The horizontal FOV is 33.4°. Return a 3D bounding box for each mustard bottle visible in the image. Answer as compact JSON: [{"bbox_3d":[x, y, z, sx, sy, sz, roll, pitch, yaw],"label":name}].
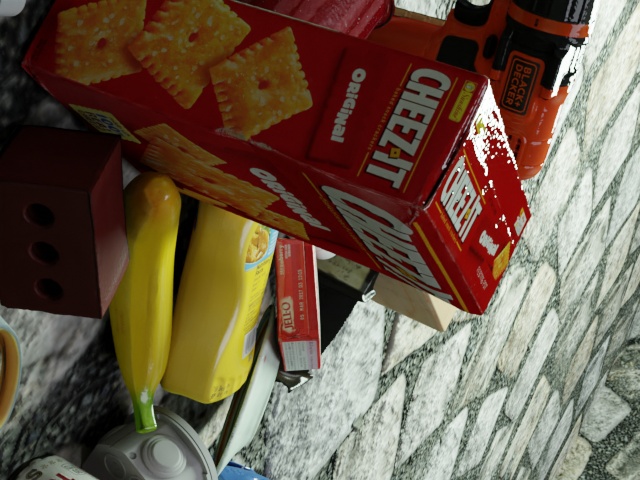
[{"bbox_3d":[-0.055,0.001,0.679,0.096,0.058,0.192,-49,155,-70],"label":"mustard bottle"}]

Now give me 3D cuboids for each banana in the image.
[{"bbox_3d":[-0.097,0.023,0.604,0.037,0.070,0.198,-15,138,-23],"label":"banana"}]

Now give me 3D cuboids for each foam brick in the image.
[{"bbox_3d":[-0.125,-0.009,0.511,0.051,0.053,0.078,-79,173,-52],"label":"foam brick"}]

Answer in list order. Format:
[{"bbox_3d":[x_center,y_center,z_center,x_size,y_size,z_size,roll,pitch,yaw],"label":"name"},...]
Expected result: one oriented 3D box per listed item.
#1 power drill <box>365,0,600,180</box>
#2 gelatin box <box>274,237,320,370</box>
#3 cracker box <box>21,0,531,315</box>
[{"bbox_3d":[0.079,-0.148,0.672,0.057,0.188,0.184,-28,137,-53],"label":"power drill"},{"bbox_3d":[-0.016,0.046,0.747,0.089,0.030,0.073,86,1,-70],"label":"gelatin box"},{"bbox_3d":[-0.015,-0.047,0.530,0.072,0.214,0.164,-63,156,-9],"label":"cracker box"}]
